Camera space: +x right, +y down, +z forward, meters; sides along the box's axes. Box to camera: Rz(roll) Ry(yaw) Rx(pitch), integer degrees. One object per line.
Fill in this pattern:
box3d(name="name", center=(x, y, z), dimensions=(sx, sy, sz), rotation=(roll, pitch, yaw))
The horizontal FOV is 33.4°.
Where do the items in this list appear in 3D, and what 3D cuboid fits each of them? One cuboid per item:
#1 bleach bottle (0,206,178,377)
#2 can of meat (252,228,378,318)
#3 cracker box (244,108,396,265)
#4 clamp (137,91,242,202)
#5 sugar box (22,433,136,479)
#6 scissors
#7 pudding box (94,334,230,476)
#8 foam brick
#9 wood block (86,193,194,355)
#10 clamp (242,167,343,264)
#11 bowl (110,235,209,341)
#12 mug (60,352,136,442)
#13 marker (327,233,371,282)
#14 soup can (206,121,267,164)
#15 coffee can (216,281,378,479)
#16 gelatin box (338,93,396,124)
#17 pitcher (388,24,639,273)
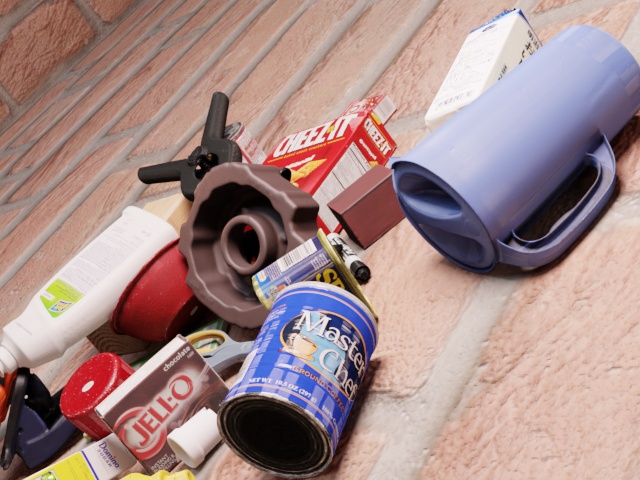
box3d(name="bleach bottle", center=(-0.277, 0.063, 1.228), dimensions=(0.103, 0.068, 0.250), rotation=(22, 53, 42))
box3d(name="can of meat", center=(-0.007, 0.053, 1.026), dimensions=(0.084, 0.102, 0.057), rotation=(-32, 32, 3))
box3d(name="cracker box", center=(-0.025, -0.063, 1.316), dimensions=(0.164, 0.072, 0.213), rotation=(-12, 32, 43))
box3d(name="clamp", center=(-0.160, -0.097, 1.385), dimensions=(0.164, 0.036, 0.210), rotation=(-42, 36, 8))
box3d(name="sugar box", center=(-0.261, 0.242, 1.012), dimensions=(0.093, 0.048, 0.175), rotation=(-33, -8, 29))
box3d(name="scissors", center=(-0.088, 0.126, 1.099), dimensions=(0.202, 0.016, 0.096), rotation=(1, 41, 45))
box3d(name="pudding box", center=(-0.149, 0.162, 1.045), dimensions=(0.113, 0.090, 0.039), rotation=(-43, 23, -16))
box3d(name="foam brick", center=(0.056, -0.039, 1.183), dimensions=(0.078, 0.051, 0.053), rotation=(-39, 22, -5))
box3d(name="wood block", center=(-0.225, 0.042, 1.377), dimensions=(0.090, 0.090, 0.205), rotation=(-14, 32, 41))
box3d(name="clamp", center=(-0.058, 0.001, 1.194), dimensions=(0.172, 0.120, 0.039), rotation=(-35, -19, 34))
box3d(name="bowl", center=(-0.166, 0.065, 1.240), dimensions=(0.162, 0.055, 0.162), rotation=(-45, -15, -16))
box3d(name="mug", center=(-0.222, 0.169, 1.123), dimensions=(0.093, 0.081, 0.117), rotation=(-51, 34, -13))
box3d(name="marker", center=(0.030, 0.018, 1.154), dimensions=(0.020, 0.020, 0.121), rotation=(-37, 23, -2))
box3d(name="soup can", center=(-0.106, -0.103, 1.465), dimensions=(0.068, 0.102, 0.068), rotation=(-30, 24, 15))
box3d(name="coffee can", center=(-0.017, 0.119, 0.925), dimensions=(0.103, 0.102, 0.140), rotation=(-20, 29, 35))
box3d(name="gelatin box", center=(0.050, -0.157, 1.439), dimensions=(0.073, 0.030, 0.089), rotation=(-5, 38, 51))
box3d(name="pitcher", center=(0.198, -0.087, 0.997), dimensions=(0.242, 0.149, 0.145), rotation=(-41, 9, -16))
